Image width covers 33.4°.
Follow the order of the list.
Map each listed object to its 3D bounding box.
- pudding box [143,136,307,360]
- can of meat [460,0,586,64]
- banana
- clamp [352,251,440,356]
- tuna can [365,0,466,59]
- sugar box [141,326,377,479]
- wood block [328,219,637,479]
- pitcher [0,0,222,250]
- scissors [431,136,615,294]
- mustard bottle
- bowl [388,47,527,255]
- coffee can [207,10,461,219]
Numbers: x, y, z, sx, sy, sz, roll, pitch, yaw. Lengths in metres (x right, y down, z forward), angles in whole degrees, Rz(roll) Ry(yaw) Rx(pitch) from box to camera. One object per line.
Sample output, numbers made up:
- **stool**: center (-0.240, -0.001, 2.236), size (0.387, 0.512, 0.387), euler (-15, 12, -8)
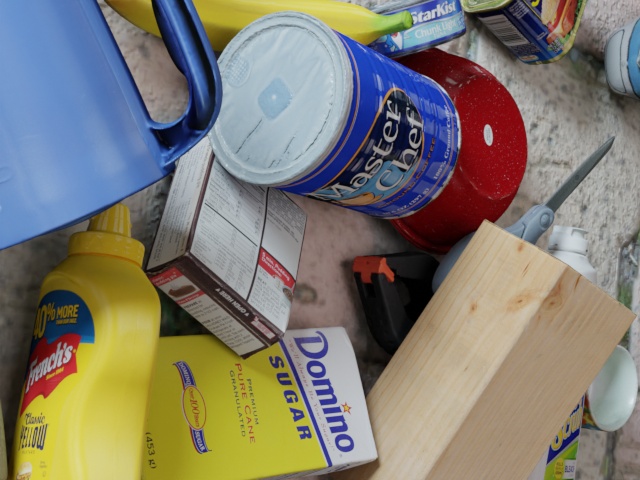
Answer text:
- **pudding box**: center (-0.054, 0.001, 0.650), size (0.090, 0.039, 0.113), euler (43, 35, -30)
- **can of meat**: center (0.168, -0.203, 0.854), size (0.083, 0.058, 0.102), euler (35, 69, -37)
- **banana**: center (-0.044, -0.141, 0.665), size (0.197, 0.070, 0.037), euler (-1, 75, -23)
- **clamp**: center (0.080, 0.071, 0.786), size (0.171, 0.039, 0.120), euler (31, 63, -37)
- **tuna can**: center (0.057, -0.149, 0.740), size (0.085, 0.086, 0.034), euler (-26, 107, -37)
- **sugar box**: center (-0.049, 0.104, 0.658), size (0.175, 0.048, 0.093), euler (-1, 71, -38)
- **wood block**: center (0.105, 0.103, 0.726), size (0.090, 0.090, 0.206), euler (31, 93, -35)
- **pitcher**: center (-0.165, -0.121, 0.522), size (0.149, 0.145, 0.243), euler (-30, 105, -38)
- **scissors**: center (0.163, 0.004, 0.803), size (0.201, 0.016, 0.096), euler (-30, 120, -28)
- **mustard bottle**: center (-0.123, 0.072, 0.561), size (0.058, 0.096, 0.191), euler (17, 71, -33)
- **bowl**: center (0.104, -0.072, 0.787), size (0.161, 0.055, 0.162), euler (9, 78, -43)
- **coffee can**: center (0.011, -0.073, 0.668), size (0.140, 0.103, 0.103), euler (13, 81, -55)
